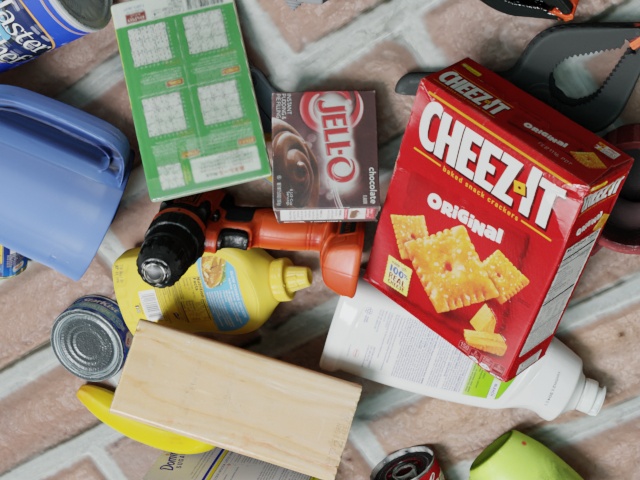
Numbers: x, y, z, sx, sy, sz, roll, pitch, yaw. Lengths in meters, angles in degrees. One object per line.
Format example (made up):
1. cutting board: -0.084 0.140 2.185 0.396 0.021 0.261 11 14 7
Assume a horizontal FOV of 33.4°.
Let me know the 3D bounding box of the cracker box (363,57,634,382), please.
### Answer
1. cracker box: 0.133 -0.013 0.866 0.164 0.071 0.214 38 135 26

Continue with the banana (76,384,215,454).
1. banana: -0.168 0.186 1.100 0.198 0.037 0.069 4 126 35

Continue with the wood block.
1. wood block: -0.074 0.144 0.975 0.206 0.091 0.090 17 84 3

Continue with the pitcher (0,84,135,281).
1. pitcher: -0.293 -0.074 0.950 0.242 0.145 0.149 25 93 -18

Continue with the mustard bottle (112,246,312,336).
1. mustard bottle: -0.099 0.045 1.024 0.192 0.058 0.096 -7 110 20

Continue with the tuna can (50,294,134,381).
1. tuna can: -0.235 0.102 1.103 0.086 0.033 0.086 6 113 15

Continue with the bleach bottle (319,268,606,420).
1. bleach bottle: 0.132 0.110 0.977 0.251 0.068 0.103 19 115 7

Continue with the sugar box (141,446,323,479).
1. sugar box: -0.083 0.246 1.082 0.176 0.093 0.048 1 111 18

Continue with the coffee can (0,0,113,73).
1. coffee can: -0.272 -0.211 0.949 0.140 0.102 0.103 -18 105 23

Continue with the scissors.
1. scissors: -0.067 -0.127 0.966 0.202 0.016 0.096 40 116 -1

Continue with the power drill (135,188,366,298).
1. power drill: -0.056 0.001 0.934 0.187 0.184 0.057 10 116 3

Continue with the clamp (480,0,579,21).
1. clamp: 0.120 -0.217 0.844 0.171 0.120 0.039 29 79 -10

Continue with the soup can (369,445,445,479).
1. soup can: 0.099 0.263 1.045 0.069 0.068 0.102 -19 105 23

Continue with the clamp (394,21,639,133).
1. clamp: 0.174 -0.121 0.881 0.164 0.036 0.210 47 121 -5

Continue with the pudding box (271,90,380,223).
1. pudding box: 0.004 -0.072 0.910 0.090 0.039 0.113 -2 72 0
